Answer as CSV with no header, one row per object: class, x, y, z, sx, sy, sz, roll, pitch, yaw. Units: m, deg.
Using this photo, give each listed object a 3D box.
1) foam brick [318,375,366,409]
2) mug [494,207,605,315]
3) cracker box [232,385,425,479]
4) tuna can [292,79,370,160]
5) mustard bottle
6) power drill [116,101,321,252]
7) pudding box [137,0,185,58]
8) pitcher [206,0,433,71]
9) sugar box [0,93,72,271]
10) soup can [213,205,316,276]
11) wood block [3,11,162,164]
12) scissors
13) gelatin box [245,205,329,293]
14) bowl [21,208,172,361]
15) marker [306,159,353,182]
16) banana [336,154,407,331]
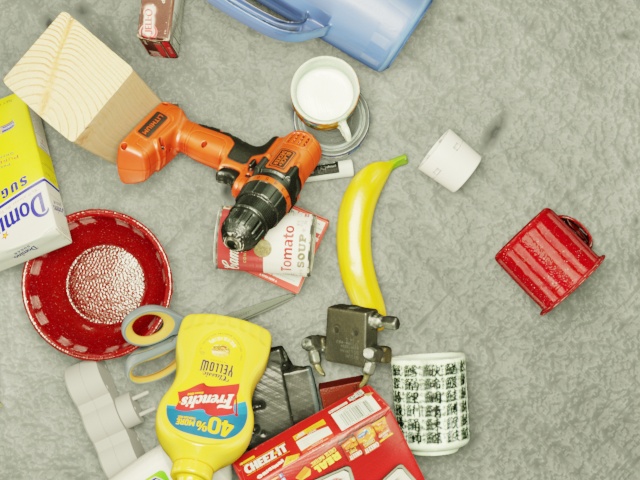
foam brick,0.030,0.190,1.153,0.053,0.051,0.078,-11,88,-1
mug,0.249,0.013,1.147,0.081,0.093,0.117,46,58,6
cracker box,0.030,0.278,1.096,0.164,0.072,0.213,-29,113,-8
tuna can,0.012,-0.132,1.172,0.086,0.034,0.086,0,88,0
mustard bottle,-0.111,0.167,1.056,0.096,0.058,0.191,13,55,-2
power drill,-0.112,-0.069,1.104,0.188,0.184,0.057,19,131,14
pudding box,-0.168,-0.260,1.149,0.039,0.090,0.113,8,87,-2
pitcher,-0.009,-0.279,1.130,0.243,0.145,0.149,33,106,-2
sugar box,-0.331,-0.063,1.135,0.093,0.048,0.176,-22,65,5
soup can,-0.057,0.001,1.121,0.102,0.068,0.068,5,88,2
wood block,-0.234,-0.148,1.087,0.090,0.206,0.091,41,89,1
scissors,-0.126,0.079,1.134,0.201,0.016,0.096,-33,124,-13
gelatin box,-0.040,0.004,1.170,0.073,0.030,0.089,23,89,2
bowl,-0.237,0.048,1.155,0.162,0.055,0.162,0,88,0
marker,-0.024,-0.072,1.177,0.121,0.020,0.020,-8,88,0
banana,0.051,-0.002,1.166,0.069,0.037,0.198,8,88,1
